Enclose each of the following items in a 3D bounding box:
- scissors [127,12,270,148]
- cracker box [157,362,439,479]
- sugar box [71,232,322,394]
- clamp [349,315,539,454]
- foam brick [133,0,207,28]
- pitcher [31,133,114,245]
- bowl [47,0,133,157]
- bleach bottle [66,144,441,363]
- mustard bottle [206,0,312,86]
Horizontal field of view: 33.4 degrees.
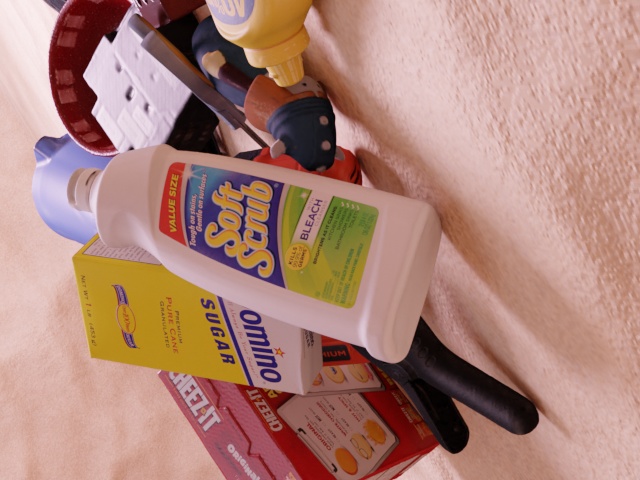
[{"bbox_3d":[-0.081,-0.109,0.811,0.096,0.016,0.201,48,-176,32],"label":"scissors"},{"bbox_3d":[-0.013,0.144,0.900,0.164,0.072,0.213,53,-154,19],"label":"cracker box"},{"bbox_3d":[-0.089,0.052,0.776,0.176,0.048,0.093,8,122,21],"label":"sugar box"},{"bbox_3d":[0.065,0.088,0.750,0.171,0.039,0.120,42,148,8],"label":"clamp"},{"bbox_3d":[-0.111,-0.193,0.794,0.053,0.051,0.078,62,165,-15],"label":"foam brick"},{"bbox_3d":[-0.206,-0.038,1.137,0.243,0.149,0.145,21,115,60],"label":"pitcher"},{"bbox_3d":[-0.188,-0.161,1.011,0.162,0.055,0.162,8,103,39],"label":"bowl"},{"bbox_3d":[-0.055,-0.002,0.688,0.251,0.102,0.068,13,167,21],"label":"bleach bottle"},{"bbox_3d":[-0.050,-0.176,0.624,0.096,0.058,0.191,29,148,52],"label":"mustard bottle"}]
